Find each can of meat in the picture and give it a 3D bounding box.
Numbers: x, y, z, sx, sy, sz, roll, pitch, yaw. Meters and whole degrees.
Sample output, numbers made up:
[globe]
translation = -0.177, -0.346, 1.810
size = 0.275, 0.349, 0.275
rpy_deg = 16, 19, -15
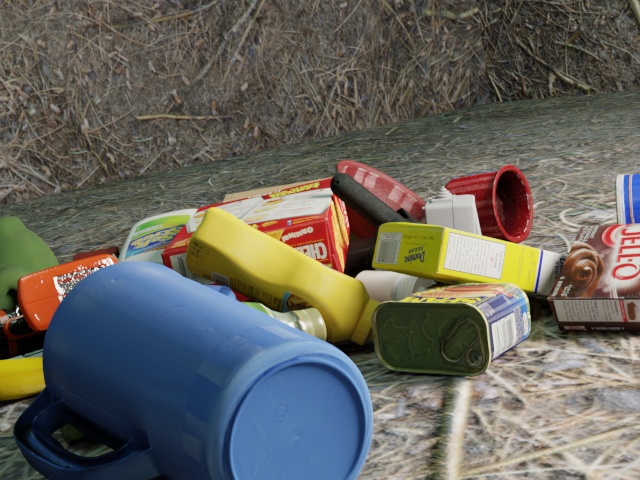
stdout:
[can of meat]
translation = 0.106, 0.067, 0.847
size = 0.102, 0.057, 0.083
rpy_deg = -2, 10, 36

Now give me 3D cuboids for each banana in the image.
[banana]
translation = -0.313, 0.129, 0.964
size = 0.198, 0.037, 0.069
rpy_deg = -6, -7, 11

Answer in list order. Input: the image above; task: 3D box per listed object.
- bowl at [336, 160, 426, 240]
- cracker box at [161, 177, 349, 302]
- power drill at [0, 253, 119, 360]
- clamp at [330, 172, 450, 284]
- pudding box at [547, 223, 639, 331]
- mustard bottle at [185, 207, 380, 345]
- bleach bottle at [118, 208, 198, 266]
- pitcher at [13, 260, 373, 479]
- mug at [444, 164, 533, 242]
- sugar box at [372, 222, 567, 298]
[bowl]
translation = 0.075, -0.030, 1.307
size = 0.162, 0.055, 0.162
rpy_deg = 29, 20, -12
[cracker box]
translation = -0.057, 0.001, 1.094
size = 0.164, 0.072, 0.213
rpy_deg = -12, 12, 6
[power drill]
translation = -0.277, 0.073, 1.032
size = 0.184, 0.057, 0.188
rpy_deg = -18, -5, -33
[clamp]
translation = 0.079, -0.009, 1.052
size = 0.120, 0.039, 0.172
rpy_deg = 23, 13, -35
[pudding box]
translation = 0.249, 0.029, 0.884
size = 0.090, 0.039, 0.113
rpy_deg = -4, 34, 33
[mustard bottle]
translation = -0.021, 0.040, 0.930
size = 0.191, 0.058, 0.096
rpy_deg = 27, -19, 5
[bleach bottle]
translation = -0.170, 0.025, 1.164
size = 0.102, 0.068, 0.251
rpy_deg = -12, 13, -2
[pitcher]
translation = -0.084, 0.099, 0.672
size = 0.144, 0.149, 0.243
rpy_deg = 19, -4, -33
[mug]
translation = 0.205, -0.036, 1.291
size = 0.082, 0.093, 0.117
rpy_deg = -7, -22, 40
[sugar box]
translation = 0.143, 0.021, 0.943
size = 0.175, 0.048, 0.093
rpy_deg = 14, -5, -32
